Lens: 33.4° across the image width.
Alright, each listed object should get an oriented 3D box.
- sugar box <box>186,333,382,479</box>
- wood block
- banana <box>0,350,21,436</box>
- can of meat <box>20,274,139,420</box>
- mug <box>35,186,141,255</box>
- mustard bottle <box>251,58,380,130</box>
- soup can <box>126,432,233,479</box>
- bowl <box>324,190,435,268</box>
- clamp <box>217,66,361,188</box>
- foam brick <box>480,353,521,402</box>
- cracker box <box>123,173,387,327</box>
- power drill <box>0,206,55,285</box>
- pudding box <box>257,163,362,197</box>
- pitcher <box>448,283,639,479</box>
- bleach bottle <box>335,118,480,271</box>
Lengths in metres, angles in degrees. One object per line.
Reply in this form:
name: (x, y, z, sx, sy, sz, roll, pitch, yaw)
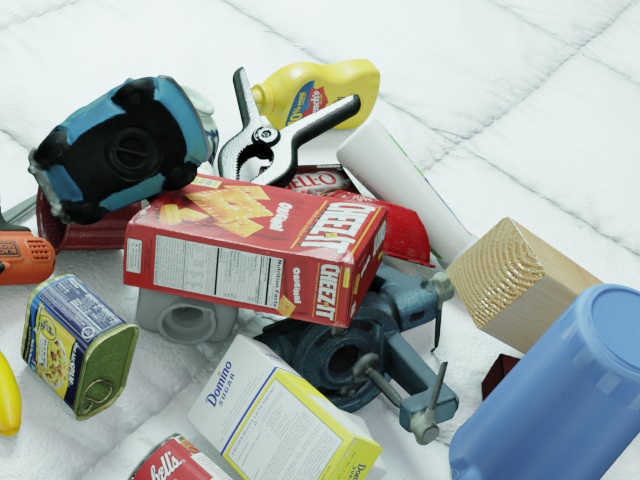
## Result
sugar box: (-0.035, 0.161, 0.895, 0.048, 0.093, 0.176, 29, 5, -41)
wood block: (0.239, 0.068, 1.126, 0.205, 0.091, 0.090, 28, 27, -41)
banana: (-0.321, 0.095, 0.922, 0.198, 0.037, 0.069, 30, 55, 12)
can of meat: (-0.212, 0.091, 0.927, 0.084, 0.102, 0.057, 38, 40, 22)
mug: (-0.239, -0.032, 1.087, 0.081, 0.093, 0.117, 0, 6, -35)
mustard bottle: (-0.018, -0.184, 1.367, 0.191, 0.096, 0.058, -8, 48, -35)
soup can: (-0.100, 0.213, 0.860, 0.102, 0.069, 0.068, 37, 39, 17)
bowl: (0.054, -0.017, 1.165, 0.162, 0.055, 0.162, 15, 1, 0)
clamp: (-0.051, -0.114, 1.239, 0.165, 0.036, 0.210, 9, 56, 12)
foam brick: (0.212, 0.160, 1.099, 0.078, 0.053, 0.051, 17, 37, -8)
cracker box: (-0.057, 0.001, 1.008, 0.214, 0.072, 0.164, 10, 22, 11)
power drill: (-0.349, -0.038, 0.988, 0.184, 0.057, 0.188, 1, 60, -53)
pudding box: (-0.010, -0.050, 1.254, 0.113, 0.039, 0.090, -2, 42, -30)
pitcher: (0.229, 0.149, 0.962, 0.145, 0.243, 0.149, 23, 43, -3)
bleach bottle: (0.124, -0.028, 1.247, 0.251, 0.068, 0.102, 48, 3, 5)
